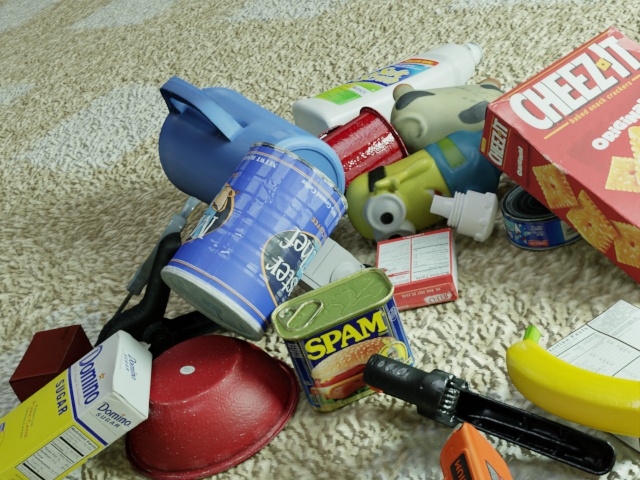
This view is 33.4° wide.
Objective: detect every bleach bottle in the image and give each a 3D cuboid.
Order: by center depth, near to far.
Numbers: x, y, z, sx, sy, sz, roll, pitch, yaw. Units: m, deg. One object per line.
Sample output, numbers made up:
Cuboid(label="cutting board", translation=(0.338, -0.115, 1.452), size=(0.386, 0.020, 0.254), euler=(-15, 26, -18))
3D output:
Cuboid(label="bleach bottle", translation=(0.094, -0.188, 1.338), size=(0.250, 0.068, 0.103), euler=(-29, 30, -20))

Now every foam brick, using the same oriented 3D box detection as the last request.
Cuboid(label="foam brick", translation=(-0.253, 0.126, 1.024), size=(0.053, 0.051, 0.078), euler=(-11, 30, 15))

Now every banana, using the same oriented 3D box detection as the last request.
Cuboid(label="banana", translation=(0.190, 0.098, 0.719), size=(0.069, 0.037, 0.198), euler=(-41, 32, -21))

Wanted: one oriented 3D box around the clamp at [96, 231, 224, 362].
Cuboid(label="clamp", translation=(-0.140, 0.083, 0.988), size=(0.171, 0.120, 0.039), euler=(-50, 25, 13))

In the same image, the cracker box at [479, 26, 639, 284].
Cuboid(label="cracker box", translation=(0.271, -0.075, 0.922), size=(0.164, 0.072, 0.214), euler=(-33, 59, -21))

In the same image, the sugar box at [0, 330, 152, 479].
Cuboid(label="sugar box", translation=(-0.221, 0.157, 0.897), size=(0.176, 0.048, 0.093), euler=(-39, 26, 14))

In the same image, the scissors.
Cuboid(label="scissors", translation=(-0.169, 0.027, 1.049), size=(0.202, 0.016, 0.096), euler=(-49, 9, 46))

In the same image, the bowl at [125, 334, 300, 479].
Cuboid(label="bowl", translation=(-0.102, 0.130, 0.915), size=(0.162, 0.055, 0.162), euler=(-16, 28, 9))

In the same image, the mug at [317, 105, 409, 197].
Cuboid(label="mug", translation=(0.033, -0.093, 1.175), size=(0.081, 0.093, 0.117), euler=(-34, 45, -14))

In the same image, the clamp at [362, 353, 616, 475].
Cuboid(label="clamp", translation=(0.100, 0.118, 0.772), size=(0.036, 0.164, 0.210), euler=(-68, 20, -7))

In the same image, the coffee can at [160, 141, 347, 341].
Cuboid(label="coffee can", translation=(-0.056, 0.001, 0.920), size=(0.103, 0.102, 0.140), euler=(16, 67, 48))

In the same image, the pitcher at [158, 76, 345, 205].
Cuboid(label="pitcher", translation=(-0.080, -0.088, 1.140), size=(0.149, 0.145, 0.243), euler=(1, 15, -28))

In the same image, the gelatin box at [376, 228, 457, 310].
Cuboid(label="gelatin box", translation=(0.090, 0.028, 0.993), size=(0.073, 0.030, 0.089), euler=(-12, 29, 12))

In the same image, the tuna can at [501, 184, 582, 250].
Cuboid(label="tuna can", translation=(0.214, -0.028, 1.005), size=(0.086, 0.034, 0.086), euler=(-16, 28, 9))

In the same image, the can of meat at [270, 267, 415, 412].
Cuboid(label="can of meat", translation=(0.021, 0.083, 0.884), size=(0.102, 0.084, 0.057), euler=(-23, 28, -4))
